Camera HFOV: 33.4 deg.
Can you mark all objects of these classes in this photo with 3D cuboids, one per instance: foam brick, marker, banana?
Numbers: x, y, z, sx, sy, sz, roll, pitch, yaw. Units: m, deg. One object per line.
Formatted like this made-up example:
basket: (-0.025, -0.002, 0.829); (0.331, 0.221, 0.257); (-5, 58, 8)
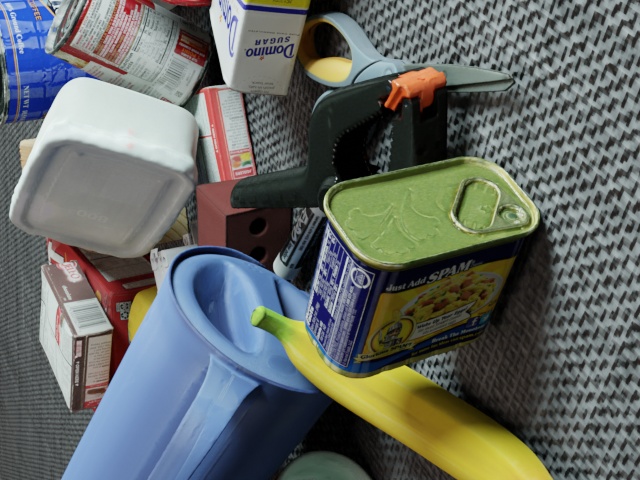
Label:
foam brick: (-0.055, 0.001, 0.758); (0.051, 0.052, 0.078); (39, 135, 51)
marker: (-0.006, -0.012, 0.694); (0.020, 0.020, 0.121); (65, 150, 24)
banana: (0.048, 0.094, 0.575); (0.198, 0.069, 0.037); (28, 99, 30)

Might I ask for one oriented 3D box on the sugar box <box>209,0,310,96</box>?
sugar box: (-0.029, -0.182, 0.627); (0.093, 0.048, 0.176); (-105, 26, -43)

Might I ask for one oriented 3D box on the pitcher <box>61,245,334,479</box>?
pitcher: (-0.093, 0.137, 0.693); (0.243, 0.149, 0.145); (-57, 49, 23)

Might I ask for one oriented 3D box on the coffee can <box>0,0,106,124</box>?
coffee can: (-0.207, -0.155, 0.890); (0.103, 0.140, 0.103); (32, 128, 55)

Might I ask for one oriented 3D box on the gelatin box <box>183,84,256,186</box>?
gelatin box: (-0.083, -0.077, 0.805); (0.089, 0.030, 0.073); (3, 104, 62)

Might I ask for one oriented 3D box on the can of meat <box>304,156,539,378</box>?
can of meat: (0.046, 0.014, 0.520); (0.057, 0.101, 0.084); (55, 147, 36)

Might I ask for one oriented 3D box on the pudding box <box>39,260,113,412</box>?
pudding box: (-0.223, 0.085, 0.966); (0.114, 0.039, 0.090); (51, 141, 47)

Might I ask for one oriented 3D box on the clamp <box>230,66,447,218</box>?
clamp: (0.024, -0.013, 0.600); (0.164, 0.036, 0.210); (56, 147, 13)

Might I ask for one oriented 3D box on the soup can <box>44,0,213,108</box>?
soup can: (-0.137, -0.143, 0.770); (0.069, 0.102, 0.068); (-41, 35, 39)

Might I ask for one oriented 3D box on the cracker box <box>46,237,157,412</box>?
cracker box: (-0.208, 0.085, 1.059); (0.214, 0.072, 0.164); (32, 127, 55)

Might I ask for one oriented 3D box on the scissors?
scissors: (0.038, -0.073, 0.591); (0.202, 0.016, 0.096); (39, 135, 51)
